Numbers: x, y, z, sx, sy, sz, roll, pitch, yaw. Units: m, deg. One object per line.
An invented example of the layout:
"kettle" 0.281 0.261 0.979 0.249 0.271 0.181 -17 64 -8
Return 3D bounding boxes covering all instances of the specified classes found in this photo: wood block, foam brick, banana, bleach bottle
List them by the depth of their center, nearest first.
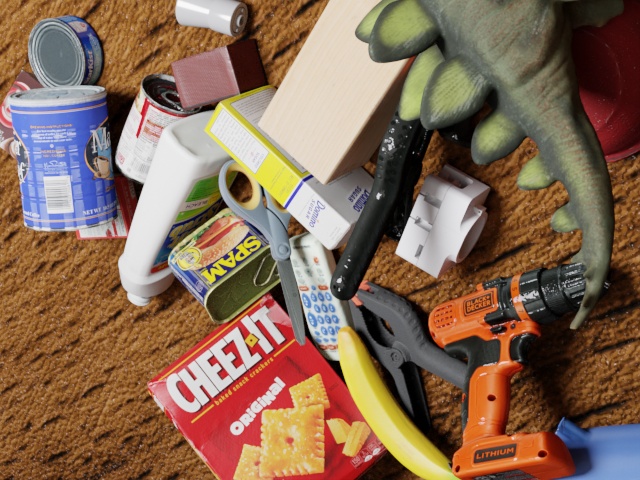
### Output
"wood block" 0.042 -0.163 0.967 0.091 0.090 0.206 43 125 12
"banana" 0.076 0.175 1.073 0.198 0.037 0.070 48 132 15
"foam brick" -0.103 -0.169 1.083 0.078 0.052 0.051 -9 103 35
"bleach bottle" -0.158 -0.022 1.160 0.068 0.102 0.251 45 133 19

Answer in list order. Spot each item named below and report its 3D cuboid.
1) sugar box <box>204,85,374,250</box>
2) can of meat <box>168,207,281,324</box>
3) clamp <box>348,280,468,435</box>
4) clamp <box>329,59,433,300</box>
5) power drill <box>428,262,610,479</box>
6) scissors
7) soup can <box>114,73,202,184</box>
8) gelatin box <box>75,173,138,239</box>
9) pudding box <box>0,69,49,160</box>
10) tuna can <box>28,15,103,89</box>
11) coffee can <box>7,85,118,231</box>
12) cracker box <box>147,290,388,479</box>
"sugar box" -0.020 -0.073 1.040 0.176 0.093 0.048 46 127 10
"can of meat" -0.097 0.024 1.116 0.084 0.102 0.057 42 163 38
"clamp" 0.095 0.111 1.069 0.120 0.039 0.171 -32 92 39
"clamp" 0.064 -0.053 0.939 0.036 0.164 0.210 22 124 13
"power drill" 0.179 0.117 0.947 0.185 0.057 0.187 -24 51 38
"scissors" -0.057 0.001 1.064 0.016 0.096 0.202 154 120 -62
"soup can" -0.174 -0.117 1.140 0.068 0.068 0.102 39 125 15
"gelatin box" -0.252 -0.040 1.246 0.089 0.030 0.073 -2 106 34
"pudding box" -0.321 -0.129 1.234 0.113 0.039 0.090 37 103 15
"tuna can" -0.286 -0.209 1.199 0.086 0.033 0.086 13 115 29
"coffee can" -0.276 -0.090 1.151 0.103 0.102 0.140 7 109 31
"cracker box" -0.053 0.185 1.116 0.214 0.164 0.072 50 165 6
